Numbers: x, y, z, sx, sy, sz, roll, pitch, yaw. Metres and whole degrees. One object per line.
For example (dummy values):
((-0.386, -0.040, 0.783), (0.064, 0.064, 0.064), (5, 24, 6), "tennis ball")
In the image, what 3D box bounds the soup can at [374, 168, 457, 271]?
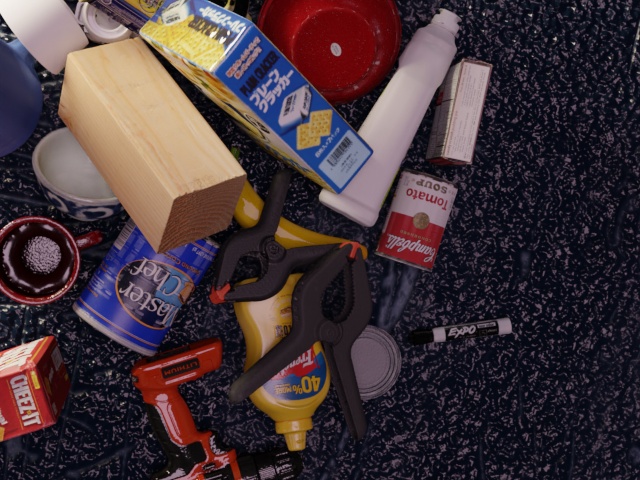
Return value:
((0.108, -0.023, 1.201), (0.068, 0.068, 0.102), (18, 90, -8), "soup can")

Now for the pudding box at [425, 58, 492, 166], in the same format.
((0.153, -0.140, 1.187), (0.039, 0.090, 0.113), (10, 92, -8), "pudding box")

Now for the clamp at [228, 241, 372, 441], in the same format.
((0.010, 0.105, 1.142), (0.164, 0.036, 0.210), (28, 79, -24), "clamp")

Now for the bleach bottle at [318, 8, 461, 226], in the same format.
((0.085, -0.139, 1.172), (0.068, 0.102, 0.251), (28, 90, -3), "bleach bottle")

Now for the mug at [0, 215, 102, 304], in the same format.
((-0.290, 0.014, 1.144), (0.117, 0.081, 0.093), (-24, 96, -5), "mug")

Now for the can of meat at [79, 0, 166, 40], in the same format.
((-0.186, -0.268, 1.098), (0.083, 0.058, 0.102), (31, 73, -27), "can of meat")

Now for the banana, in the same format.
((-0.040, -0.020, 1.197), (0.197, 0.037, 0.069), (38, 89, -8), "banana")

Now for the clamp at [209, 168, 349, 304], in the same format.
((-0.058, 0.001, 1.149), (0.171, 0.039, 0.120), (-31, 82, -29), "clamp")

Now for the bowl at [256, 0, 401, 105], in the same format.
((0.012, -0.214, 1.154), (0.162, 0.055, 0.162), (-2, 117, -4), "bowl")

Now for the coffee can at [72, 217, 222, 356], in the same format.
((-0.186, 0.039, 1.149), (0.102, 0.103, 0.140), (33, 89, -8), "coffee can")

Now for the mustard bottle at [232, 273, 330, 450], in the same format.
((-0.038, 0.135, 1.177), (0.096, 0.058, 0.191), (-5, 83, -25), "mustard bottle")

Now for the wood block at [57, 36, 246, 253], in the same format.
((-0.175, -0.100, 1.091), (0.090, 0.091, 0.206), (-22, 62, -34), "wood block")

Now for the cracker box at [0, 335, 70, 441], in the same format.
((-0.377, 0.170, 1.102), (0.213, 0.164, 0.072), (-17, 98, -6), "cracker box")

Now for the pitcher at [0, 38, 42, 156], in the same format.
((-0.365, -0.149, 1.042), (0.145, 0.243, 0.149), (-1, 88, -4), "pitcher")

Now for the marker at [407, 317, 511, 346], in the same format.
((0.161, 0.107, 1.240), (0.121, 0.020, 0.020), (-7, 95, -7), "marker")

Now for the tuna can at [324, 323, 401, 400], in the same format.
((0.047, 0.137, 1.220), (0.086, 0.034, 0.086), (0, 94, -7), "tuna can")

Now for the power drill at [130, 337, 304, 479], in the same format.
((-0.123, 0.208, 1.191), (0.184, 0.057, 0.187), (-15, 94, -12), "power drill")
